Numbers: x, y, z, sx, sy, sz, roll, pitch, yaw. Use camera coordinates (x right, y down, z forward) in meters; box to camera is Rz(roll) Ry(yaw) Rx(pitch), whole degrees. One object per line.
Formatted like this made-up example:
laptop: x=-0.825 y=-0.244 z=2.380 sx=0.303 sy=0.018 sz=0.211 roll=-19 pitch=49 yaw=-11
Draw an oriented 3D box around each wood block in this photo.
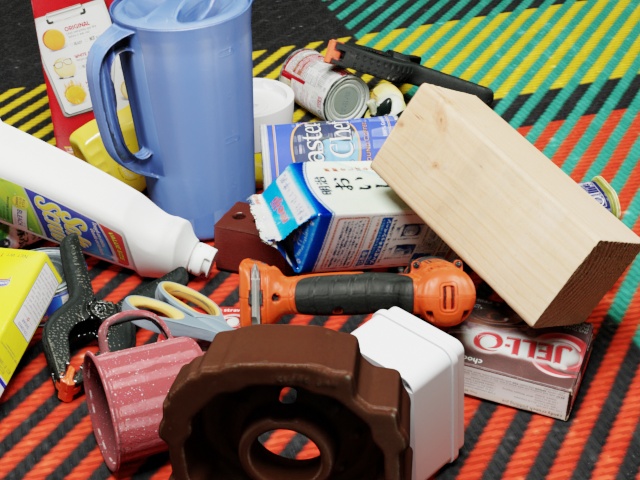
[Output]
wood block: x=0.150 y=-0.030 z=0.883 sx=0.090 sy=0.090 sz=0.206 roll=1 pitch=39 yaw=-50

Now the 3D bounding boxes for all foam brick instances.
foam brick: x=-0.057 y=0.001 z=1.027 sx=0.078 sy=0.051 sz=0.053 roll=11 pitch=35 yaw=21

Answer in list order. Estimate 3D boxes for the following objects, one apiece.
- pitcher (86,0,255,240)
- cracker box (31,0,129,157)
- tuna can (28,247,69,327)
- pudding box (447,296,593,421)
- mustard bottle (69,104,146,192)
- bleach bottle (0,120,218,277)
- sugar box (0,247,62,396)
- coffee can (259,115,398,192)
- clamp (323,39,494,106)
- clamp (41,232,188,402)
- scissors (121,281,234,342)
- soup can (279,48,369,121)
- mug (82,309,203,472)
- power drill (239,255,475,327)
pitcher: x=-0.133 y=-0.121 z=1.046 sx=0.149 sy=0.243 sz=0.145 roll=-2 pitch=33 yaw=2
cracker box: x=-0.223 y=-0.195 z=1.194 sx=0.164 sy=0.214 sz=0.072 roll=-6 pitch=27 yaw=-5
tuna can: x=-0.258 y=0.042 z=0.995 sx=0.086 sy=0.034 sz=0.086 roll=-2 pitch=33 yaw=1
pudding box: x=0.160 y=0.094 z=0.876 sx=0.114 sy=0.039 sz=0.090 roll=11 pitch=35 yaw=20
mustard bottle: x=-0.168 y=-0.121 z=1.145 sx=0.191 sy=0.096 sz=0.058 roll=-36 pitch=43 yaw=-18
bleach bottle: x=-0.216 y=-0.030 z=1.006 sx=0.251 sy=0.103 sz=0.068 roll=22 pitch=51 yaw=2
sugar box: x=-0.293 y=0.084 z=0.873 sx=0.093 sy=0.048 sz=0.176 roll=4 pitch=48 yaw=19
coffee can: x=0.011 y=-0.072 z=1.088 sx=0.140 sy=0.103 sz=0.103 roll=-5 pitch=33 yaw=-3
clamp: x=0.099 y=-0.205 z=1.286 sx=0.209 sy=0.036 sz=0.165 roll=4 pitch=20 yaw=-43
clamp: x=-0.201 y=0.061 z=0.931 sx=0.120 sy=0.039 sz=0.171 roll=19 pitch=42 yaw=9
scissors: x=-0.084 y=0.081 z=0.857 sx=0.096 sy=0.016 sz=0.202 roll=-1 pitch=24 yaw=-43
soup can: x=0.004 y=-0.186 z=1.300 sx=0.068 sy=0.068 sz=0.102 roll=-21 pitch=37 yaw=-27
mug: x=-0.133 y=0.110 z=0.816 sx=0.081 sy=0.093 sz=0.117 roll=-12 pitch=76 yaw=-23
power drill: x=0.027 y=0.040 z=0.885 sx=0.187 sy=0.057 sz=0.184 roll=-3 pitch=0 yaw=-1
